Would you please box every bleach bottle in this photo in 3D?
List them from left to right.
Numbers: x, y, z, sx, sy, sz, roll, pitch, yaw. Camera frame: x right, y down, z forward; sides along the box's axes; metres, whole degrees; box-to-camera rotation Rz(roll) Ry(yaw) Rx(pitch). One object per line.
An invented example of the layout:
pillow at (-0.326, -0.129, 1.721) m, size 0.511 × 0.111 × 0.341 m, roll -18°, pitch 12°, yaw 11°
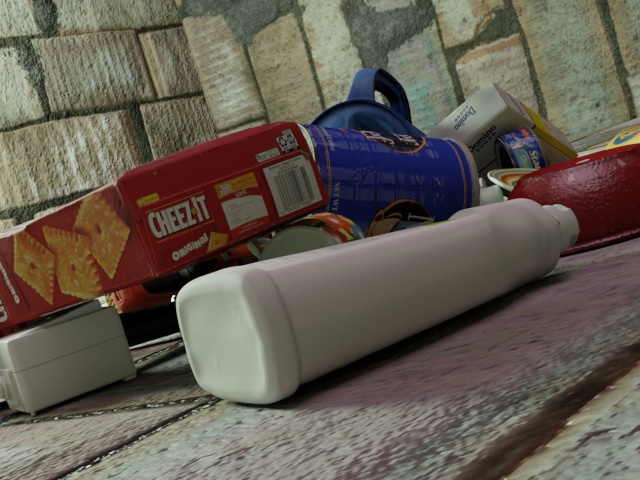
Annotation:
bleach bottle at (0.052, 0.020, 0.594) m, size 0.250 × 0.068 × 0.103 m, roll -16°, pitch 3°, yaw -31°

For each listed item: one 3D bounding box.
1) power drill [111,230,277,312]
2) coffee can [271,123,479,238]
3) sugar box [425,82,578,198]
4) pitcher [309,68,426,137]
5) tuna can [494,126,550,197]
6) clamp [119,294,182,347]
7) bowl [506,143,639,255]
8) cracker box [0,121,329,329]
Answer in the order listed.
power drill at (-0.072, 0.015, 0.952) m, size 0.184 × 0.057 × 0.188 m, roll -7°, pitch -18°, yaw -37°
coffee can at (0.041, -0.036, 0.849) m, size 0.140 × 0.103 × 0.103 m, roll 3°, pitch -5°, yaw -23°
sugar box at (0.197, -0.102, 1.148) m, size 0.093 × 0.048 × 0.176 m, roll -39°, pitch -35°, yaw 21°
pitcher at (0.078, -0.082, 1.178) m, size 0.149 × 0.145 × 0.242 m, roll -46°, pitch -17°, yaw 14°
tuna can at (0.204, -0.069, 1.072) m, size 0.033 × 0.086 × 0.086 m, roll -18°, pitch 3°, yaw -1°
clamp at (-0.115, 0.063, 0.904) m, size 0.209 × 0.036 × 0.165 m, roll -14°, pitch -4°, yaw -12°
bowl at (0.196, -0.032, 0.776) m, size 0.162 × 0.055 × 0.162 m, roll -17°, pitch 4°, yaw 1°
cracker box at (-0.126, -0.011, 0.750) m, size 0.214 × 0.072 × 0.163 m, roll -16°, pitch 6°, yaw 45°
